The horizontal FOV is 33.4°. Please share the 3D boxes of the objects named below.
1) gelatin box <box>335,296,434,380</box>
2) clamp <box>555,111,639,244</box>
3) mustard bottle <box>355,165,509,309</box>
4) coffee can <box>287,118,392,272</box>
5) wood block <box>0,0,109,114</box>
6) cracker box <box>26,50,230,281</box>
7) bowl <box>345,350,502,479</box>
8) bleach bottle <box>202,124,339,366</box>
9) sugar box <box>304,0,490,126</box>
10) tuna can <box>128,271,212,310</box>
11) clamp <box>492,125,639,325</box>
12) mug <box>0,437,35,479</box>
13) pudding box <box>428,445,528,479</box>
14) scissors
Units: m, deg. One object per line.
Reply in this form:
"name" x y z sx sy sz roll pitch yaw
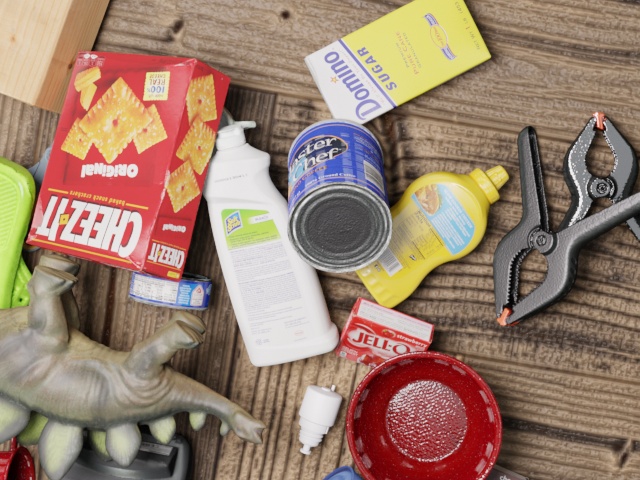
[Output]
"gelatin box" 0.068 0.107 1.143 0.089 0.030 0.073 20 136 -1
"clamp" 0.311 -0.050 1.144 0.120 0.039 0.171 6 96 4
"mustard bottle" 0.119 -0.018 1.140 0.191 0.058 0.096 -36 94 3
"coffee can" 0.018 -0.048 1.082 0.103 0.140 0.103 0 122 -1
"wood block" -0.282 -0.245 1.106 0.090 0.090 0.206 21 93 10
"cracker box" -0.196 -0.080 1.080 0.164 0.072 0.213 11 84 32
"bowl" 0.110 0.194 1.124 0.162 0.055 0.162 0 90 10
"bleach bottle" -0.057 0.001 1.115 0.102 0.068 0.251 -13 105 2
"sugar box" 0.081 -0.193 1.135 0.176 0.048 0.093 -28 93 1
"tuna can" -0.159 0.050 1.133 0.086 0.086 0.034 10 92 0
"clamp" 0.249 0.000 1.124 0.165 0.036 0.210 24 100 34
"mug" -0.361 0.258 1.154 0.081 0.093 0.117 -1 63 5
"pudding box" 0.163 0.283 1.168 0.113 0.039 0.090 21 94 0
"scissors" -0.311 -0.089 1.160 0.096 0.016 0.202 13 94 0
